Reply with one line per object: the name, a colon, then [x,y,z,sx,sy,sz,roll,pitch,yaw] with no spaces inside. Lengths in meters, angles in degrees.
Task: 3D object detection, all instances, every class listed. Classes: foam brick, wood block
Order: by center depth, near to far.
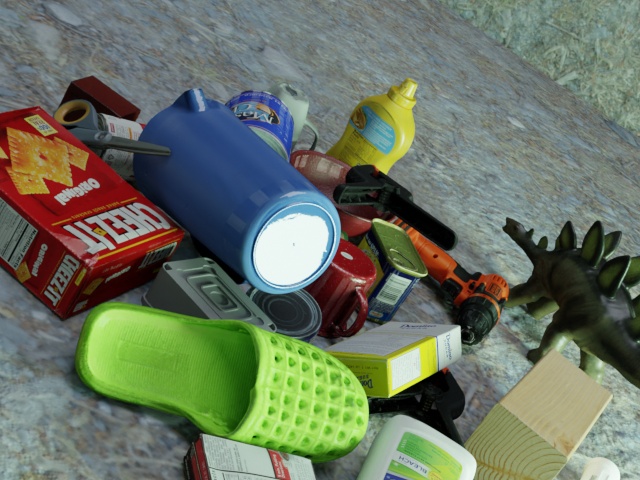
wood block: [0.236,0.203,1.165,0.091,0.090,0.205,40,26,15]
foam brick: [-0.264,-0.151,1.266,0.078,0.053,0.051,37,25,7]

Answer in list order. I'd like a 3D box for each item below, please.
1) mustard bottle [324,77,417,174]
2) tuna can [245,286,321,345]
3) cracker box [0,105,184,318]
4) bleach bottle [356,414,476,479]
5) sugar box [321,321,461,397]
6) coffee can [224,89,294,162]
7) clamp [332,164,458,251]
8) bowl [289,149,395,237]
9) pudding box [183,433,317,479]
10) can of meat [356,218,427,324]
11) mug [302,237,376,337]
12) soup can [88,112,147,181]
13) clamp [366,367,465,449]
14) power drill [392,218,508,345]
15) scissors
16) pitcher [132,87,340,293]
mustard bottle: [0.077,-0.144,1.493,0.096,0.192,0.058,45,27,24]
tuna can: [-0.042,0.081,1.099,0.086,0.034,0.086,15,38,-12]
cracker box: [-0.261,-0.036,1.033,0.214,0.072,0.164,39,25,12]
bleach bottle: [0.068,0.251,0.908,0.102,0.068,0.250,32,27,0]
sugar box: [0.072,0.123,1.121,0.093,0.048,0.175,0,5,32]
coffee can: [-0.087,-0.121,1.361,0.102,0.103,0.140,28,25,-12]
clamp: [0.072,-0.058,1.339,0.164,0.036,0.210,22,15,-21]
bowl: [0.018,-0.053,1.416,0.162,0.055,0.162,26,24,-13]
pudding box: [-0.051,0.210,0.869,0.113,0.039,0.090,18,29,-26]
can of meat: [0.073,0.038,1.281,0.057,0.084,0.102,19,28,-28]
mug: [0.015,0.055,1.182,0.093,0.082,0.117,10,33,-40]
soup can: [-0.217,-0.102,1.213,0.102,0.069,0.068,11,33,-40]
clamp: [0.118,0.178,1.127,0.120,0.039,0.171,37,26,16]
power drill: [0.154,0.051,1.393,0.188,0.057,0.184,38,24,6]
scissors: [-0.228,-0.119,1.133,0.202,0.016,0.096,0,46,24]
pitcher: [-0.083,-0.036,1.077,0.149,0.145,0.243,39,1,-41]
